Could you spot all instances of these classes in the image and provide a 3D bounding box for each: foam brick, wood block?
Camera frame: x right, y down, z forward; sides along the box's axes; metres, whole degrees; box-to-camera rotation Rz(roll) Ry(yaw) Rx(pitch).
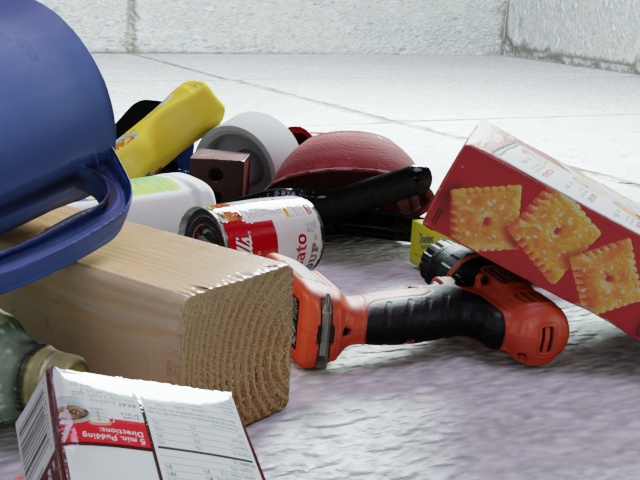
[{"bbox_3d":[-0.097,-0.045,1.019,0.053,0.078,0.051,4,13,3],"label":"foam brick"},{"bbox_3d":[-0.124,0.043,0.643,0.206,0.090,0.090,14,19,37],"label":"wood block"}]

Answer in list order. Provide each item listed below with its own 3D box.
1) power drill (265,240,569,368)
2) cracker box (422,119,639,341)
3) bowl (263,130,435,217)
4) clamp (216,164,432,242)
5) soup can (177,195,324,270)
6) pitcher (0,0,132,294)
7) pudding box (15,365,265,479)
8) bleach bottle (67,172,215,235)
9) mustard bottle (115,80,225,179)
[{"bbox_3d":[0.056,0.039,0.757,0.187,0.057,0.185,-2,15,-18],"label":"power drill"},{"bbox_3d":[0.187,-0.001,0.762,0.214,0.072,0.164,30,16,4],"label":"cracker box"},{"bbox_3d":[0.027,-0.061,1.000,0.162,0.055,0.162,2,-17,0],"label":"bowl"},{"bbox_3d":[0.005,-0.027,0.951,0.210,0.036,0.164,-2,-18,-1],"label":"clamp"},{"bbox_3d":[-0.056,0.001,0.867,0.102,0.068,0.069,-9,18,-40],"label":"soup can"},{"bbox_3d":[-0.228,-0.032,0.568,0.149,0.145,0.242,-2,23,38],"label":"pitcher"},{"bbox_3d":[-0.065,0.103,0.416,0.089,0.039,0.113,14,30,-31],"label":"pudding box"},{"bbox_3d":[-0.221,-0.011,0.899,0.250,0.068,0.103,-8,17,-28],"label":"bleach bottle"},{"bbox_3d":[-0.186,-0.084,1.073,0.191,0.058,0.096,-43,16,-24],"label":"mustard bottle"}]
